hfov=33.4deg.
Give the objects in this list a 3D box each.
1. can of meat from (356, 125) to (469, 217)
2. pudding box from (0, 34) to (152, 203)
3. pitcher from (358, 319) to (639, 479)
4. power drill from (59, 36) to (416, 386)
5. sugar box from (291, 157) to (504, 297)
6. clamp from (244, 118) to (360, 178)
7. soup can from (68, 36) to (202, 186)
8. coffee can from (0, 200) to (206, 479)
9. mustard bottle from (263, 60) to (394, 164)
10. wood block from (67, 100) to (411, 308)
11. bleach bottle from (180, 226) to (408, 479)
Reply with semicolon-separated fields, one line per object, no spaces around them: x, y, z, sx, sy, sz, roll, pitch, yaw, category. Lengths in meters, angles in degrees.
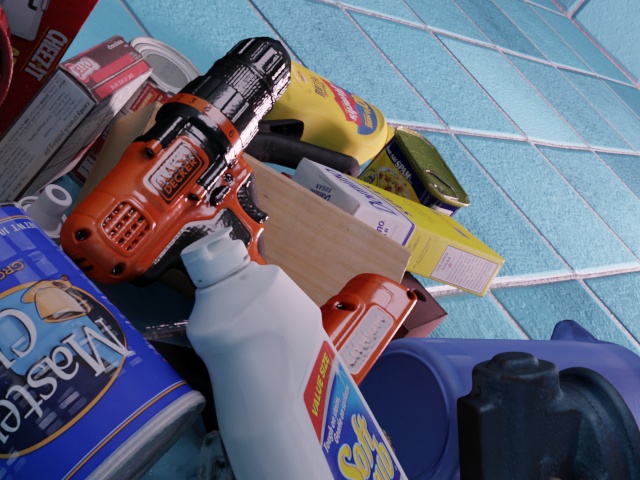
0.081;-0.043;1.018;0.057;0.084;0.102;14;37;-44;can of meat
-0.169;-0.077;0.696;0.039;0.114;0.090;43;26;-4;pudding box
0.140;0.142;0.779;0.242;0.145;0.149;9;23;-42;pitcher
-0.031;-0.004;0.618;0.187;0.057;0.184;46;63;-15;power drill
0.063;-0.010;0.892;0.176;0.048;0.093;22;14;-39;sugar box
-0.051;-0.083;0.918;0.171;0.039;0.120;-1;19;-40;clamp
-0.136;-0.087;0.771;0.068;0.102;0.068;31;28;-19;soup can
-0.141;0.065;0.528;0.140;0.103;0.102;45;26;8;coffee can
0.008;-0.124;1.075;0.191;0.058;0.096;23;31;-33;mustard bottle
-0.055;0.001;0.722;0.205;0.090;0.091;29;-14;-23;wood block
-0.006;0.114;0.536;0.251;0.068;0.102;64;30;-10;bleach bottle
